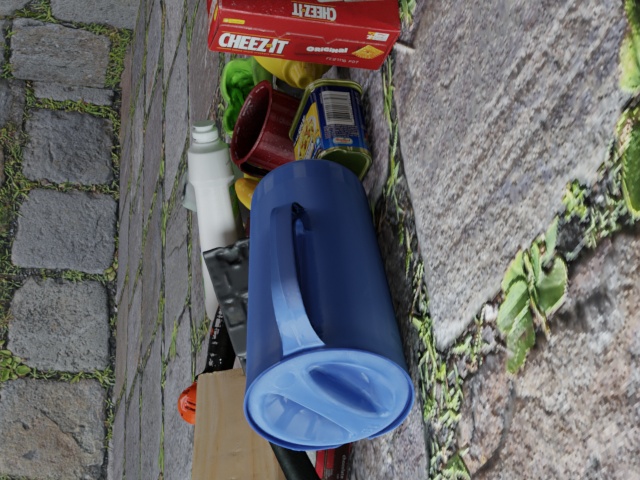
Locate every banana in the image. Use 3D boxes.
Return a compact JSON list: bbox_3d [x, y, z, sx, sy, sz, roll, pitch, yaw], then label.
[{"bbox_3d":[-0.081,-0.060,1.310,0.037,0.069,0.198,-49,11,5],"label":"banana"}]

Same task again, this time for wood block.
[{"bbox_3d":[-0.076,0.235,1.082,0.206,0.090,0.091,-93,-9,-48],"label":"wood block"}]

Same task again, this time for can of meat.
[{"bbox_3d":[0.009,-0.091,1.023,0.102,0.057,0.084,116,151,-54],"label":"can of meat"}]

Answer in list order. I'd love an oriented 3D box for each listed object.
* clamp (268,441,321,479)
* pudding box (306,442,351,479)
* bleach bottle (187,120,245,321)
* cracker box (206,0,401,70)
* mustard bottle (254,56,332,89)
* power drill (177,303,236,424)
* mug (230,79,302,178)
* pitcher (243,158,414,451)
[{"bbox_3d":[0.007,0.246,0.903,0.210,0.036,0.164,12,118,67],"label":"clamp"},{"bbox_3d":[-0.001,0.174,1.018,0.114,0.039,0.090,-165,81,-72],"label":"pudding box"},{"bbox_3d":[-0.127,-0.029,1.335,0.102,0.068,0.251,-96,0,-67],"label":"bleach bottle"},{"bbox_3d":[-0.021,-0.267,0.983,0.072,0.164,0.213,119,152,-59],"label":"cracker box"},{"bbox_3d":[-0.030,-0.217,1.125,0.191,0.096,0.058,-105,25,-49],"label":"mustard bottle"},{"bbox_3d":[-0.102,0.124,1.280,0.184,0.057,0.188,3,-80,-77],"label":"power drill"},{"bbox_3d":[-0.044,-0.104,1.130,0.117,0.081,0.093,-49,32,40],"label":"mug"},{"bbox_3d":[-0.004,0.038,0.897,0.149,0.144,0.243,-56,28,38],"label":"pitcher"}]
